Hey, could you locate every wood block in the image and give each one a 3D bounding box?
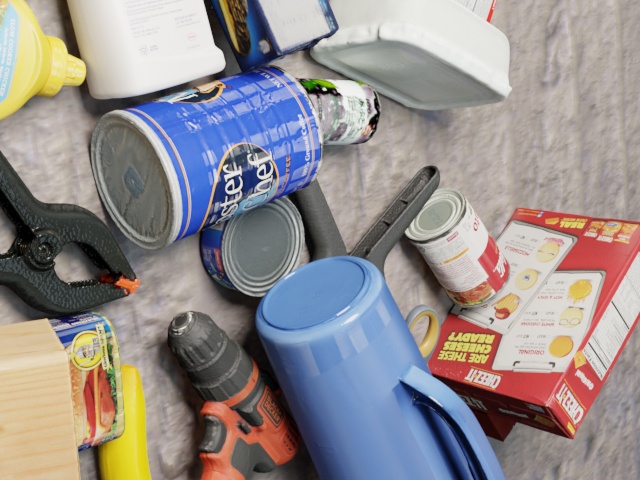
[{"bbox_3d":[-0.257,0.114,0.636,0.205,0.090,0.091,-7,103,-21],"label":"wood block"}]

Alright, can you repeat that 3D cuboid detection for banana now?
[{"bbox_3d":[-0.140,0.193,0.838,0.069,0.037,0.198,-50,131,-48],"label":"banana"}]

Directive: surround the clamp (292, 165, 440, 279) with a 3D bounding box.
[{"bbox_3d":[0.017,0.018,0.940,0.164,0.036,0.210,13,94,-34],"label":"clamp"}]

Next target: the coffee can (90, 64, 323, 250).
[{"bbox_3d":[-0.083,-0.064,0.790,0.140,0.103,0.103,-25,114,-37],"label":"coffee can"}]

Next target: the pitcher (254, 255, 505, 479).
[{"bbox_3d":[0.047,0.137,0.880,0.149,0.145,0.243,-22,119,3],"label":"pitcher"}]

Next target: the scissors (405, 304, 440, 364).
[{"bbox_3d":[0.098,0.132,1.022,0.096,0.016,0.201,-49,138,-9],"label":"scissors"}]

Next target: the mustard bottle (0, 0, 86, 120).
[{"bbox_3d":[-0.235,-0.122,0.671,0.191,0.058,0.096,6,96,-42],"label":"mustard bottle"}]

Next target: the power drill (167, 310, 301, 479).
[{"bbox_3d":[-0.090,0.171,0.827,0.184,0.057,0.187,56,45,-39],"label":"power drill"}]

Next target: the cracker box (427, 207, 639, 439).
[{"bbox_3d":[0.220,0.074,1.049,0.072,0.164,0.213,49,66,-34],"label":"cracker box"}]

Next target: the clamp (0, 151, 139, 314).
[{"bbox_3d":[-0.207,0.012,0.738,0.171,0.039,0.120,36,80,-33],"label":"clamp"}]

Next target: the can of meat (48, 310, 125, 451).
[{"bbox_3d":[-0.190,0.105,0.759,0.083,0.058,0.102,-13,106,-42],"label":"can of meat"}]

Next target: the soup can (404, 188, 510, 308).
[{"bbox_3d":[0.130,0.007,1.020,0.068,0.069,0.102,-54,128,-20],"label":"soup can"}]

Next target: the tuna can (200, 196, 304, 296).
[{"bbox_3d":[-0.056,0.001,0.874,0.085,0.034,0.086,-10,105,-41],"label":"tuna can"}]

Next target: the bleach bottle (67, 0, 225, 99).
[{"bbox_3d":[-0.140,-0.230,0.735,0.102,0.068,0.251,-27,112,-45],"label":"bleach bottle"}]
